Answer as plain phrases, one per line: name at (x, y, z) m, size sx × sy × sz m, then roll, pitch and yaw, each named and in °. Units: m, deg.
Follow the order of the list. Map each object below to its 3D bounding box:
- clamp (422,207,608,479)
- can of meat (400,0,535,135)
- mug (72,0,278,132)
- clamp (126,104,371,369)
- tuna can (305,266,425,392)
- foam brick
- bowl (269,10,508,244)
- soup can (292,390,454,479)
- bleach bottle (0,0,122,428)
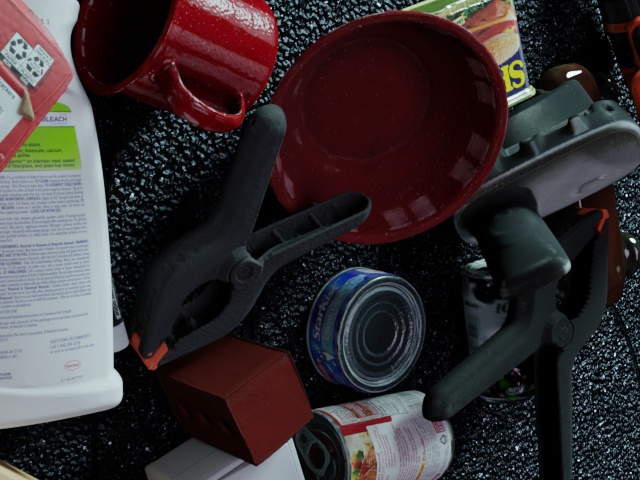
clamp at (0.168, 0.075, 0.785) m, size 0.164 × 0.036 × 0.210 m, roll 42°, pitch 69°, yaw -35°
can of meat at (0.099, -0.131, 0.758) m, size 0.101 × 0.058 × 0.084 m, roll -27°, pitch 111°, yaw -33°
mug at (-0.074, -0.104, 0.589) m, size 0.081 × 0.117 × 0.093 m, roll 18°, pitch 125°, yaw -44°
clamp at (-0.054, 0.001, 0.629) m, size 0.171 × 0.039 × 0.120 m, roll -43°, pitch 133°, yaw -6°
tuna can at (0.033, 0.063, 0.749) m, size 0.085 × 0.034 × 0.086 m, roll -7°, pitch 102°, yaw -38°
foam brick at (-0.053, 0.095, 0.656) m, size 0.051 × 0.078 × 0.053 m, roll -36°, pitch 118°, yaw -31°
bowl at (0.036, -0.079, 0.690) m, size 0.162 × 0.055 × 0.162 m, roll -7°, pitch 123°, yaw -11°
soup can at (0.035, 0.144, 0.742) m, size 0.102 × 0.069 × 0.068 m, roll -4°, pitch 100°, yaw -39°
bleach bottle at (-0.152, -0.034, 0.551) m, size 0.102 × 0.068 × 0.251 m, roll -5°, pitch 104°, yaw -37°
